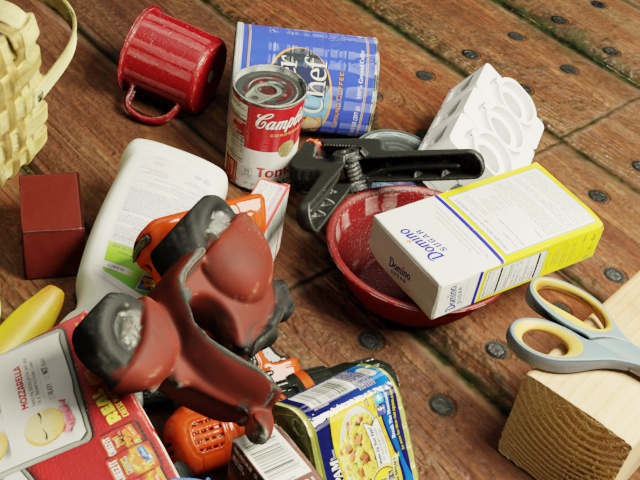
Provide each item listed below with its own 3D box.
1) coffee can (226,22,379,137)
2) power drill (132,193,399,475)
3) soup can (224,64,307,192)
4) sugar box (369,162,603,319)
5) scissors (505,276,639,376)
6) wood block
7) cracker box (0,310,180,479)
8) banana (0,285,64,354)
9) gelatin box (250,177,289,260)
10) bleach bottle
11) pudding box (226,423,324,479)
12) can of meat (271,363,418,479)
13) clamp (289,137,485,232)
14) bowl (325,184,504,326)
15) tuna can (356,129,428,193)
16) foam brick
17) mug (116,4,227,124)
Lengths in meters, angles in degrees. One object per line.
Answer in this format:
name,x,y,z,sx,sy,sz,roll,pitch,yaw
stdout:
coffee can,-0.019,-0.159,1.066,0.140,0.103,0.103,5,41,-6
power drill,-0.047,0.063,0.789,0.184,0.057,0.188,-14,74,-27
soup can,-0.052,-0.103,0.996,0.068,0.102,0.068,6,41,-5
sugar box,0.136,-0.003,0.879,0.176,0.048,0.093,-19,49,-25
scissors,0.216,0.094,0.752,0.096,0.016,0.202,-27,52,-33
wood block,0.239,0.105,0.827,0.090,0.091,0.205,35,47,26
cracker box,-0.200,0.162,0.650,0.213,0.072,0.164,-28,50,-13
banana,-0.253,0.100,0.751,0.037,0.070,0.197,37,40,13
gelatin box,-0.056,0.001,0.899,0.030,0.073,0.089,16,41,7
bleach bottle,-0.153,0.020,0.858,0.102,0.068,0.250,19,40,-1
pudding box,-0.018,0.187,0.683,0.039,0.090,0.114,-17,47,-31
can of meat,0.015,0.144,0.732,0.083,0.102,0.058,-20,14,-34
clamp,0.021,-0.057,0.930,0.164,0.036,0.210,-20,20,-22
bowl,0.081,0.022,0.916,0.162,0.055,0.162,6,41,-5
tuna can,0.071,-0.071,1.036,0.086,0.034,0.086,6,41,-5
foam brick,-0.225,-0.014,0.897,0.051,0.053,0.078,-3,43,-15
mug,-0.152,-0.169,1.072,0.081,0.093,0.117,24,73,9
